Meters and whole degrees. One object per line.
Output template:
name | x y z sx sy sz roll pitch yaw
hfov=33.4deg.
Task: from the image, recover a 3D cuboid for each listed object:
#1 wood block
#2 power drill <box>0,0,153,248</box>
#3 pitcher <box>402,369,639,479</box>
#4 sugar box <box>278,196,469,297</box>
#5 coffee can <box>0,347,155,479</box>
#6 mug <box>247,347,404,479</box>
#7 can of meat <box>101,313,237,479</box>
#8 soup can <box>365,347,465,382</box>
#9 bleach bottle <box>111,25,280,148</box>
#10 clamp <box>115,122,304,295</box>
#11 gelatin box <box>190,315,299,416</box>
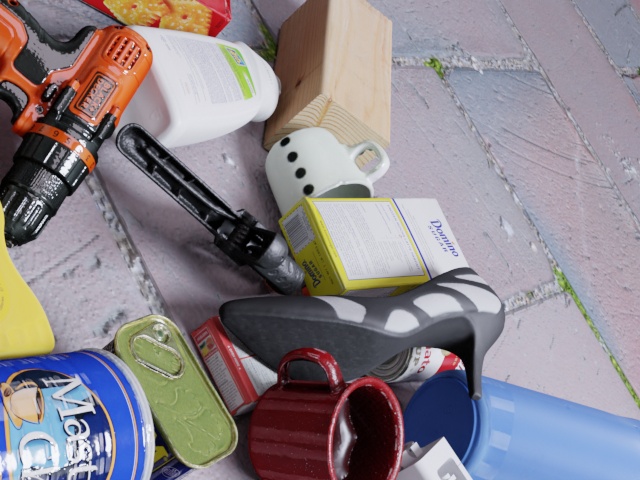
wood block | 0.011 -0.161 1.079 0.090 0.091 0.206 34 38 -25
power drill | -0.231 -0.111 0.739 0.187 0.057 0.184 35 65 -16
pitcher | 0.184 0.190 0.947 0.242 0.149 0.145 23 58 -32
sugar box | 0.053 0.009 0.950 0.175 0.048 0.093 1 58 -46
coffee can | -0.177 0.116 0.585 0.140 0.103 0.103 -1 60 -51
mug | -0.001 0.132 0.770 0.093 0.082 0.117 -33 114 -48
can of meat | -0.115 0.112 0.681 0.057 0.084 0.102 -21 76 -55
soup can | 0.086 0.093 0.956 0.102 0.069 0.068 6 55 -47
bleach bottle | -0.097 -0.128 0.927 0.250 0.068 0.102 -15 82 -66
clamp | -0.055 0.001 0.813 0.165 0.036 0.209 38 -6 33
gelatin box | -0.049 0.091 0.830 0.089 0.030 0.073 -8 64 -52
